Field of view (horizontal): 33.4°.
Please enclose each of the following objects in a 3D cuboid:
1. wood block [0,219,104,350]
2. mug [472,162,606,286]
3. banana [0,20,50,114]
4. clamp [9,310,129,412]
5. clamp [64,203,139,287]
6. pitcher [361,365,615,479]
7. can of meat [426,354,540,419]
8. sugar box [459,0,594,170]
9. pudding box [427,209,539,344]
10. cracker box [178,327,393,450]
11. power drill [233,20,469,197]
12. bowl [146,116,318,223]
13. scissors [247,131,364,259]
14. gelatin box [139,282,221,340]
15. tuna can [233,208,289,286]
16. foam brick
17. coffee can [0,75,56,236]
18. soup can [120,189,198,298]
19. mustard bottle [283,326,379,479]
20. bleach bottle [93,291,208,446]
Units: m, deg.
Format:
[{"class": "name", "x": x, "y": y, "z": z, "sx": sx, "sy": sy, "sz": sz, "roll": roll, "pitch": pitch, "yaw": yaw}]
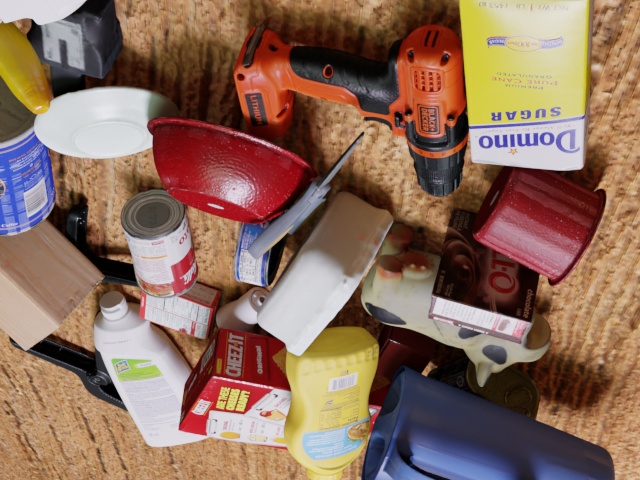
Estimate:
[{"class": "wood block", "x": -0.348, "y": 0.007, "z": 1.146, "sx": 0.206, "sy": 0.090, "sz": 0.091, "roll": 46, "pitch": 138, "yaw": -12}, {"class": "mug", "x": 0.182, "y": -0.020, "z": 0.915, "sx": 0.081, "sy": 0.093, "sz": 0.117, "roll": 27, "pitch": 180, "yaw": -2}, {"class": "banana", "x": -0.286, "y": -0.167, "z": 0.924, "sx": 0.198, "sy": 0.037, "sz": 0.070, "roll": 27, "pitch": 127, "yaw": 42}, {"class": "clamp", "x": -0.284, "y": 0.165, "z": 1.399, "sx": 0.165, "sy": 0.036, "sz": 0.209, "roll": -18, "pitch": 130, "yaw": 36}, {"class": "clamp", "x": -0.263, "y": 0.028, "z": 1.209, "sx": 0.120, "sy": 0.039, "sz": 0.172, "roll": 46, "pitch": 142, "yaw": -11}, {"class": "pitcher", "x": 0.171, "y": 0.232, "z": 1.089, "sx": 0.243, "sy": 0.149, "sz": 0.145, "roll": 19, "pitch": 147, "yaw": -2}, {"class": "can of meat", "x": 0.175, "y": 0.170, "z": 1.176, "sx": 0.102, "sy": 0.057, "sz": 0.084, "roll": 34, "pitch": 143, "yaw": -19}, {"class": "sugar box", "x": 0.158, "y": -0.128, "z": 0.811, "sx": 0.093, "sy": 0.048, "sz": 0.176, "roll": 6, "pitch": 141, "yaw": 18}, {"class": "pudding box", "x": 0.150, "y": 0.031, "z": 0.961, "sx": 0.090, "sy": 0.113, "sz": 0.039, "roll": 15, "pitch": 141, "yaw": 6}, {"class": "cracker box", "x": -0.041, "y": 0.180, "z": 1.240, "sx": 0.213, "sy": 0.072, "sz": 0.164, "roll": 13, "pitch": 145, "yaw": -15}, {"class": "power drill", "x": 0.030, "y": -0.109, "z": 0.887, "sx": 0.188, "sy": 0.057, "sz": 0.184, "roll": 7, "pitch": 145, "yaw": 14}, {"class": "bowl", "x": -0.085, "y": -0.055, "z": 0.955, "sx": 0.162, "sy": 0.055, "sz": 0.162, "roll": 16, "pitch": 170, "yaw": 3}, {"class": "scissors", "x": -0.017, "y": -0.031, "z": 0.915, "sx": 0.016, "sy": 0.096, "sz": 0.202, "roll": 48, "pitch": 164, "yaw": 4}, {"class": "gelatin box", "x": -0.162, "y": 0.073, "z": 1.231, "sx": 0.089, "sy": 0.030, "sz": 0.073, "roll": 19, "pitch": 142, "yaw": 2}, {"class": "tuna can", "x": -0.057, "y": 0.001, "z": 1.043, "sx": 0.034, "sy": 0.086, "sz": 0.086, "roll": 13, "pitch": 143, "yaw": 7}, {"class": "foam brick", "x": 0.091, "y": 0.111, "z": 1.143, "sx": 0.051, "sy": 0.053, "sz": 0.078, "roll": 21, "pitch": 145, "yaw": -2}, {"class": "coffee can", "x": -0.314, "y": -0.086, "z": 1.036, "sx": 0.103, "sy": 0.102, "sz": 0.140, "roll": 17, "pitch": 144, "yaw": 4}, {"class": "soup can", "x": -0.167, "y": 0.004, "z": 1.112, "sx": 0.068, "sy": 0.068, "sz": 0.102, "roll": 11, "pitch": 142, "yaw": 12}, {"class": "mustard bottle", "x": 0.009, "y": 0.188, "z": 1.137, "sx": 0.096, "sy": 0.058, "sz": 0.192, "roll": -11, "pitch": 120, "yaw": -26}, {"class": "bleach bottle", "x": -0.211, "y": 0.157, "z": 1.330, "sx": 0.102, "sy": 0.068, "sz": 0.251, "roll": -11, "pitch": 132, "yaw": 5}]
